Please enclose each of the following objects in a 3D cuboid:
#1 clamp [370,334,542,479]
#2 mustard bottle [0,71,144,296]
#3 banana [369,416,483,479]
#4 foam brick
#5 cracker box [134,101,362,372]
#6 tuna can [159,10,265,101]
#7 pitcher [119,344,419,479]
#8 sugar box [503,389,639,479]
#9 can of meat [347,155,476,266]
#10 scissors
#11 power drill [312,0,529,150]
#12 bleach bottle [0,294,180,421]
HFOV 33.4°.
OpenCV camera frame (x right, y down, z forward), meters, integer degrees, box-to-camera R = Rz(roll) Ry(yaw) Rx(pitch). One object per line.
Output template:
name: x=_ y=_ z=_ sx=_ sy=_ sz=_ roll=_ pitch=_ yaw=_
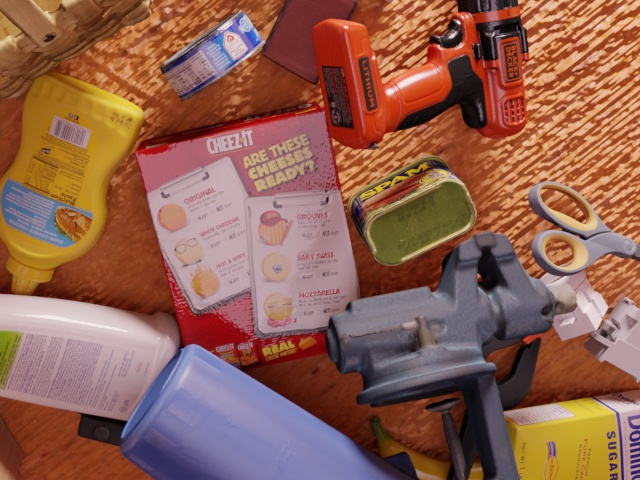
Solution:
clamp: x=0.133 y=0.136 z=1.004 sx=0.120 sy=0.039 sz=0.171 roll=39 pitch=85 yaw=-8
mustard bottle: x=-0.226 y=-0.040 z=0.910 sx=0.096 sy=0.058 sz=0.192 roll=22 pitch=103 yaw=-2
banana: x=0.141 y=0.217 z=1.034 sx=0.197 sy=0.037 sz=0.070 roll=7 pitch=105 yaw=-8
foam brick: x=-0.011 y=-0.179 z=0.898 sx=0.051 sy=0.053 sz=0.078 roll=25 pitch=101 yaw=-13
cracker box: x=-0.056 y=0.001 z=0.935 sx=0.164 sy=0.072 sz=0.214 roll=-13 pitch=106 yaw=-3
tuna can: x=-0.090 y=-0.153 z=0.879 sx=0.086 sy=0.086 sz=0.033 roll=-34 pitch=105 yaw=4
pitcher: x=-0.046 y=0.203 z=0.882 sx=0.242 sy=0.149 sz=0.145 roll=35 pitch=108 yaw=-8
sugar box: x=0.244 y=0.200 z=1.010 sx=0.176 sy=0.048 sz=0.093 roll=-5 pitch=107 yaw=-22
can of meat: x=0.080 y=-0.025 z=0.934 sx=0.102 sy=0.084 sz=0.057 roll=-26 pitch=107 yaw=2
scissors: x=0.268 y=0.019 z=0.980 sx=0.201 sy=0.016 sz=0.096 roll=32 pitch=62 yaw=-13
power drill: x=0.089 y=-0.161 z=0.880 sx=0.187 sy=0.057 sz=0.184 roll=-17 pitch=105 yaw=-25
bleach bottle: x=-0.254 y=0.086 z=0.912 sx=0.250 sy=0.068 sz=0.103 roll=16 pitch=104 yaw=-24
